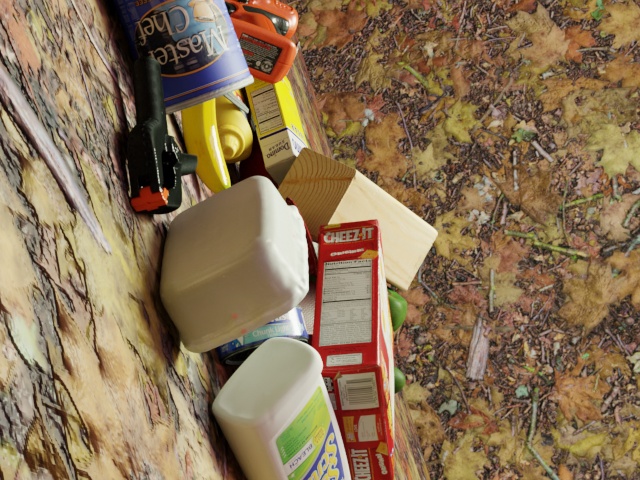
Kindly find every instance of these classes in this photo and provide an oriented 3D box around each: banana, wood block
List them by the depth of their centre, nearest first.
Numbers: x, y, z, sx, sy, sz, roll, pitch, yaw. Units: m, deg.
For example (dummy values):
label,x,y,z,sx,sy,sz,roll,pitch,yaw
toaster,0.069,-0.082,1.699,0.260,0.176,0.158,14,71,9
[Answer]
label,x,y,z,sx,sy,sz,roll,pitch,yaw
banana,-0.117,-0.134,1.119,0.037,0.070,0.198,-29,116,-56
wood block,0.043,-0.022,1.279,0.091,0.090,0.205,28,-3,38

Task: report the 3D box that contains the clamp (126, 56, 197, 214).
label,x,y,z,sx,sy,sz,roll,pitch,yaw
clamp,-0.137,-0.069,0.925,0.171,0.039,0.120,-93,160,-47

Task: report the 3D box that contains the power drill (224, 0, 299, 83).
label,x,y,z,sx,sy,sz,roll,pitch,yaw
power drill,-0.104,-0.260,1.245,0.187,0.184,0.057,-104,-144,-57

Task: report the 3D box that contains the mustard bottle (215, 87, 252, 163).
label,x,y,z,sx,sy,sz,roll,pitch,yaw
mustard bottle,-0.113,-0.148,1.290,0.191,0.058,0.096,-98,172,-60

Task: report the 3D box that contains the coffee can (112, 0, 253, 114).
label,x,y,z,sx,sy,sz,roll,pitch,yaw
coffee can,-0.135,-0.201,1.022,0.103,0.103,0.140,-82,153,-77

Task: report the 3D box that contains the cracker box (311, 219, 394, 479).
label,x,y,z,sx,sy,sz,roll,pitch,yaw
cracker box,0.034,0.108,1.062,0.213,0.072,0.164,-87,170,-51

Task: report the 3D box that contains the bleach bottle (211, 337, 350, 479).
label,x,y,z,sx,sy,sz,roll,pitch,yaw
bleach bottle,-0.012,0.209,0.962,0.102,0.068,0.251,-47,134,-30

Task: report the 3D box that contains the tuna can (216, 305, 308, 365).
label,x,y,z,sx,sy,sz,roll,pitch,yaw
tuna can,-0.054,0.087,0.975,0.086,0.086,0.034,51,23,-73

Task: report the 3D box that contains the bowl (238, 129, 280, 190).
label,x,y,z,sx,sy,sz,roll,pitch,yaw
bowl,-0.058,-0.075,1.379,0.162,0.055,0.162,53,20,-29

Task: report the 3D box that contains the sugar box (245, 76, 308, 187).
label,x,y,z,sx,sy,sz,roll,pitch,yaw
sugar box,-0.051,-0.144,1.311,0.093,0.048,0.176,51,18,-59
